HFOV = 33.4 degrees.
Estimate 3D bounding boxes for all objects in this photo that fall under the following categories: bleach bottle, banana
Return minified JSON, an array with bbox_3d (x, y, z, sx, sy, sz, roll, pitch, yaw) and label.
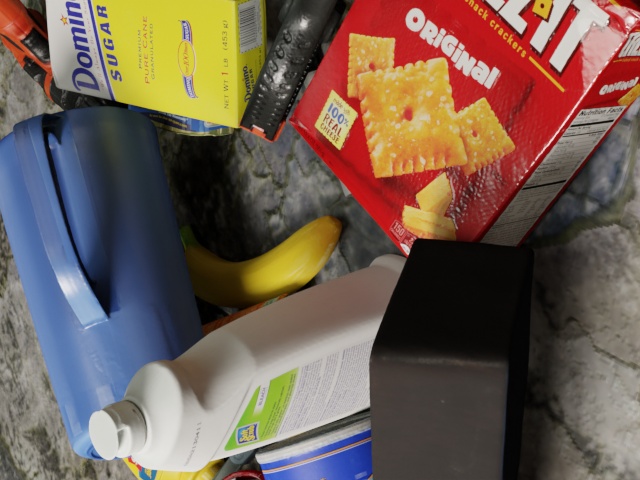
[{"bbox_3d":[-0.030,0.080,0.672,0.068,0.250,0.103,35,122,35],"label":"bleach bottle"},{"bbox_3d":[-0.056,0.019,0.839,0.198,0.037,0.069,-2,98,46],"label":"banana"}]

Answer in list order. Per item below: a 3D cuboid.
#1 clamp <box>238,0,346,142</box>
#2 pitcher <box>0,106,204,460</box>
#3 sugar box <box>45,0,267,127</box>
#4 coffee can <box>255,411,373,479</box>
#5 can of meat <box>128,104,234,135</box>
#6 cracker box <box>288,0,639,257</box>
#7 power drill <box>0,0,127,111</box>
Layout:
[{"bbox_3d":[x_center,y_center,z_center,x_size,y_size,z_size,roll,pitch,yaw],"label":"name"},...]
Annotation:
[{"bbox_3d":[-0.005,-0.144,0.667,0.036,0.164,0.210,27,120,-2],"label":"clamp"},{"bbox_3d":[-0.160,0.029,0.783,0.145,0.148,0.243,-39,62,43],"label":"pitcher"},{"bbox_3d":[-0.122,-0.144,0.776,0.176,0.048,0.093,13,117,27],"label":"sugar box"},{"bbox_3d":[0.024,0.200,0.751,0.103,0.102,0.140,-25,81,46],"label":"coffee can"},{"bbox_3d":[-0.110,-0.133,0.846,0.102,0.057,0.084,21,115,41],"label":"can of meat"},{"bbox_3d":[0.089,-0.100,0.637,0.164,0.071,0.214,51,130,24],"label":"cracker box"},{"bbox_3d":[-0.254,-0.178,0.904,0.057,0.187,0.185,-46,58,-5],"label":"power drill"}]
